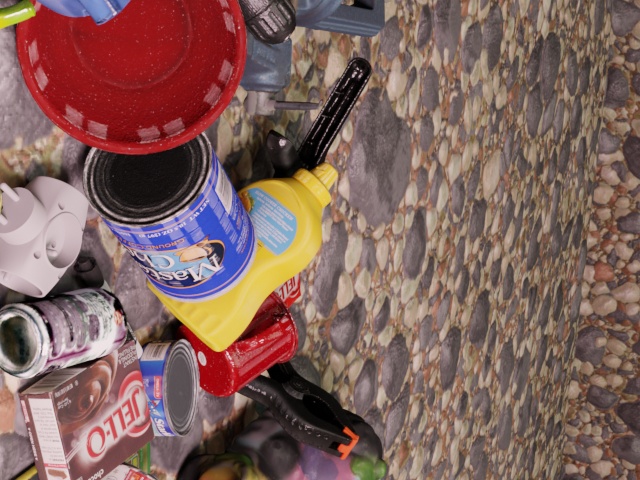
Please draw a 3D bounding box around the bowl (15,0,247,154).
[{"bbox_3d":[-0.137,-0.147,0.777,0.055,0.162,0.162,-114,-160,-64],"label":"bowl"}]

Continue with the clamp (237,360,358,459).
[{"bbox_3d":[-0.031,0.151,1.083,0.039,0.171,0.120,-56,175,32],"label":"clamp"}]

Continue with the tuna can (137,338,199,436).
[{"bbox_3d":[-0.137,0.131,0.948,0.086,0.034,0.086,-3,90,-77],"label":"tuna can"}]

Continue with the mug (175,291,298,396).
[{"bbox_3d":[-0.074,0.092,0.995,0.081,0.117,0.093,-33,103,-40],"label":"mug"}]

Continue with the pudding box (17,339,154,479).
[{"bbox_3d":[-0.184,0.140,0.852,0.113,0.039,0.090,-32,115,-58],"label":"pudding box"}]

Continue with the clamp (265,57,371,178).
[{"bbox_3d":[-0.015,-0.077,1.055,0.164,0.036,0.210,-47,165,-35],"label":"clamp"}]

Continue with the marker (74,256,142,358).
[{"bbox_3d":[-0.175,0.057,0.881,0.020,0.020,0.121,-61,149,-36],"label":"marker"}]

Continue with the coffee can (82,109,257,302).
[{"bbox_3d":[-0.116,-0.024,0.856,0.140,0.103,0.102,67,40,-61],"label":"coffee can"}]

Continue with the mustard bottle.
[{"bbox_3d":[-0.056,0.001,0.945,0.191,0.096,0.058,-45,146,-11],"label":"mustard bottle"}]
